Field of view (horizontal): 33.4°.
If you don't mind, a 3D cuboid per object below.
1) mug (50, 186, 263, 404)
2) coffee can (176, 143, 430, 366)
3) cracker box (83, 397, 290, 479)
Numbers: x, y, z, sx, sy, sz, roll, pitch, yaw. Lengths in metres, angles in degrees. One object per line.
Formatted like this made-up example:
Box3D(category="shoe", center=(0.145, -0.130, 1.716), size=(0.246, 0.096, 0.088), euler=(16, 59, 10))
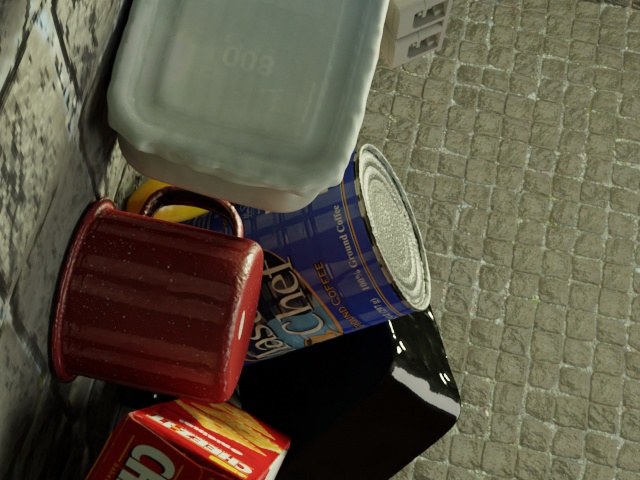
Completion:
Box3D(category="mug", center=(-0.073, 0.023, 0.524), size=(0.093, 0.081, 0.117), euler=(97, 6, -54))
Box3D(category="coffee can", center=(-0.018, 0.014, 0.638), size=(0.102, 0.140, 0.103), euler=(54, 25, -40))
Box3D(category="cracker box", center=(-0.089, 0.164, 0.542), size=(0.164, 0.072, 0.213), euler=(-61, 174, -3))
